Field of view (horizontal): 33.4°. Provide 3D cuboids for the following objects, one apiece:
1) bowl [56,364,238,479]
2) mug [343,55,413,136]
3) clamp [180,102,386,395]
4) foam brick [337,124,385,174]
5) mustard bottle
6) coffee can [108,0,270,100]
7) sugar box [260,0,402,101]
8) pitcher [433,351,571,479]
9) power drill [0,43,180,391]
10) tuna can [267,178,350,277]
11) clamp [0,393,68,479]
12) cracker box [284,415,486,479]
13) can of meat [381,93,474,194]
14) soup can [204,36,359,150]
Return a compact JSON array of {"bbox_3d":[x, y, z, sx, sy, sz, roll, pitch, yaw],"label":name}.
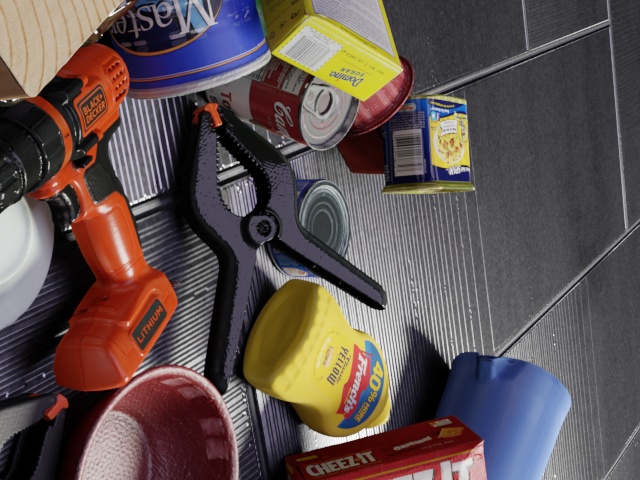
[{"bbox_3d":[-0.125,0.162,0.718,0.161,0.055,0.162,-2,92,-57],"label":"bowl"},{"bbox_3d":[0.016,-0.139,0.899,0.081,0.093,0.117,47,55,-41],"label":"mug"},{"bbox_3d":[-0.055,0.001,0.805,0.164,0.036,0.210,-33,101,-27],"label":"clamp"},{"bbox_3d":[0.046,-0.105,0.979,0.078,0.051,0.053,60,43,-38],"label":"foam brick"},{"bbox_3d":[0.011,0.117,0.922,0.191,0.058,0.096,47,61,-47],"label":"mustard bottle"},{"bbox_3d":[-0.099,-0.176,0.708,0.102,0.103,0.140,-40,123,-49],"label":"coffee can"},{"bbox_3d":[-0.004,-0.190,0.755,0.093,0.048,0.176,22,42,-41],"label":"sugar box"},{"bbox_3d":[0.165,0.251,1.104,0.149,0.145,0.242,31,61,-8],"label":"pitcher"},{"bbox_3d":[-0.148,-0.006,0.637,0.184,0.057,0.187,-62,148,-55],"label":"power drill"},{"bbox_3d":[-0.009,-0.010,0.912,0.086,0.034,0.086,-2,92,-57],"label":"tuna can"},{"bbox_3d":[-0.206,0.148,0.610,0.120,0.039,0.171,63,36,-42],"label":"clamp"},{"bbox_3d":[0.067,0.278,0.928,0.164,0.072,0.214,-11,104,-17],"label":"cracker box"},{"bbox_3d":[0.095,-0.085,0.952,0.101,0.058,0.084,-4,91,-58],"label":"can of meat"},{"bbox_3d":[-0.030,-0.115,0.801,0.068,0.102,0.068,-31,133,-40],"label":"soup can"}]
